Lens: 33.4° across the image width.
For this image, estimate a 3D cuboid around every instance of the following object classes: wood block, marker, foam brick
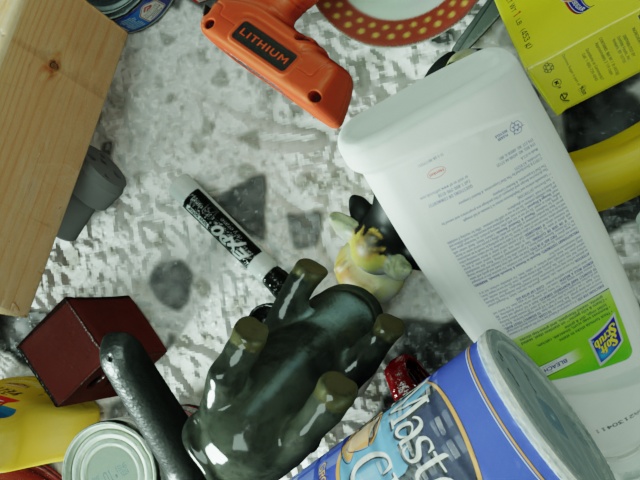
[{"bbox_3d":[-0.214,-0.064,0.695,0.090,0.090,0.206,5,72,38],"label":"wood block"},{"bbox_3d":[-0.055,0.001,0.706,0.121,0.020,0.020,44,102,18],"label":"marker"},{"bbox_3d":[-0.150,0.072,0.708,0.053,0.078,0.051,-44,74,15],"label":"foam brick"}]

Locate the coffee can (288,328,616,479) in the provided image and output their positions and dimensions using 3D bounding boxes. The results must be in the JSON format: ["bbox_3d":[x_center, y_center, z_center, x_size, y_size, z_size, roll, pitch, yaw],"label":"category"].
[{"bbox_3d":[0.059,0.125,0.523,0.140,0.102,0.103,-39,75,14],"label":"coffee can"}]

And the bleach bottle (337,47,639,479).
[{"bbox_3d":[0.111,0.029,0.570,0.102,0.068,0.251,-27,108,8],"label":"bleach bottle"}]

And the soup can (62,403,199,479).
[{"bbox_3d":[-0.107,0.141,0.674,0.069,0.102,0.068,-1,86,20],"label":"soup can"}]

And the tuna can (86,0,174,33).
[{"bbox_3d":[-0.142,-0.189,0.743,0.086,0.033,0.086,-1,86,21],"label":"tuna can"}]

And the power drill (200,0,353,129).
[{"bbox_3d":[0.032,-0.163,0.634,0.185,0.057,0.187,36,91,23],"label":"power drill"}]

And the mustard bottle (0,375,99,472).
[{"bbox_3d":[-0.228,0.120,0.673,0.096,0.191,0.058,10,90,21],"label":"mustard bottle"}]

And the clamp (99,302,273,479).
[{"bbox_3d":[-0.068,0.140,0.624,0.036,0.164,0.210,-5,83,31],"label":"clamp"}]
